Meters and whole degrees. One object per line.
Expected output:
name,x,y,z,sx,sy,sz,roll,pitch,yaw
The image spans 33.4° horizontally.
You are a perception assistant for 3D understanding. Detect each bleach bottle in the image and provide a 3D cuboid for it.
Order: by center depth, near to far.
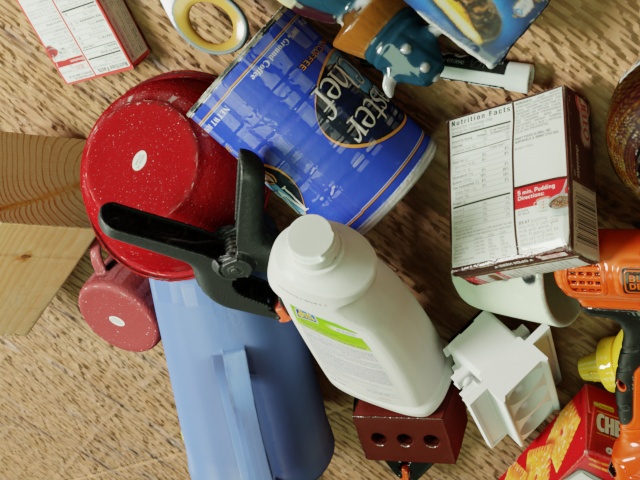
bleach bottle,0.028,0.050,0.733,0.103,0.068,0.250,16,161,19

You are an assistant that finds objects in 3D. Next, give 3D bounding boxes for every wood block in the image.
wood block,-0.273,0.001,0.939,0.090,0.090,0.206,4,149,-33

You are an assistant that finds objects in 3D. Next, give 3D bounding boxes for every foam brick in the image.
foam brick,0.074,0.144,0.862,0.078,0.051,0.053,-3,125,23

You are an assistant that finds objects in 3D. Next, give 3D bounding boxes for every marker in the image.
marker,0.080,-0.116,0.705,0.121,0.020,0.020,13,133,20

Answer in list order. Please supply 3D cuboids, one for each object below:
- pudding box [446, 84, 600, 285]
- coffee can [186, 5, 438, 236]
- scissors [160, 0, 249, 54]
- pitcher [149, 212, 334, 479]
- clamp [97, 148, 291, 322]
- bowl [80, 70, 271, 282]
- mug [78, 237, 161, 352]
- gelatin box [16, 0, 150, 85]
pudding box,0.128,-0.034,0.686,0.090,0.113,0.039,-14,155,39
coffee can,-0.005,-0.076,0.729,0.140,0.102,0.103,42,136,-9
scissors,-0.127,-0.179,0.743,0.202,0.016,0.096,4,110,17
pitcher,-0.067,0.100,0.890,0.149,0.144,0.243,16,130,36
clamp,-0.055,0.001,0.737,0.120,0.039,0.171,-21,142,29
bowl,-0.118,-0.052,0.783,0.162,0.055,0.162,-3,83,20
mug,-0.163,0.034,0.933,0.093,0.081,0.117,-4,125,33
gelatin box,-0.180,-0.166,0.805,0.073,0.030,0.089,-8,123,33
